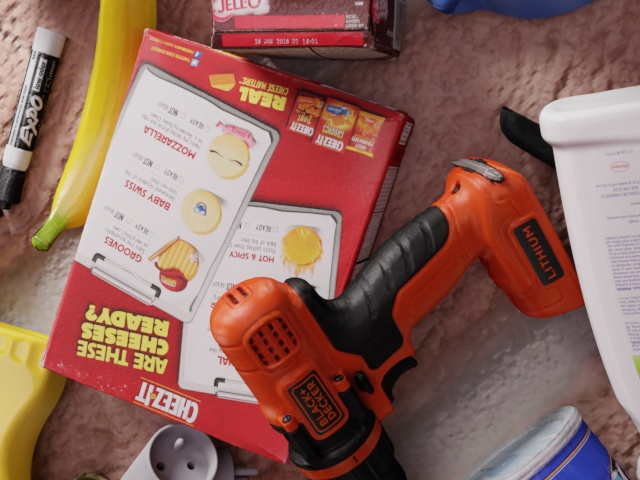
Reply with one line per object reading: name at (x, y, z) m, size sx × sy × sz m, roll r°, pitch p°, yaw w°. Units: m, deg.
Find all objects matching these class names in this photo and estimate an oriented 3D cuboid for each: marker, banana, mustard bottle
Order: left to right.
mustard bottle at (-0.229, 0.146, 0.677) m, size 0.096 × 0.058 × 0.191 m, roll 14°, pitch 85°, yaw 12°
marker at (-0.191, -0.078, 0.696) m, size 0.020 × 0.020 × 0.121 m, roll 18°, pitch 96°, yaw 11°
banana at (-0.128, -0.088, 0.651) m, size 0.037 × 0.069 × 0.198 m, roll 18°, pitch 107°, yaw -1°

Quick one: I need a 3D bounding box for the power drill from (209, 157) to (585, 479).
power drill at (0.055, 0.058, 0.588) m, size 0.187 × 0.057 × 0.184 m, roll -38°, pitch 116°, yaw -11°

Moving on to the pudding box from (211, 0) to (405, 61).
pudding box at (-0.004, -0.123, 0.604) m, size 0.090 × 0.113 × 0.039 m, roll 3°, pitch 96°, yaw 12°

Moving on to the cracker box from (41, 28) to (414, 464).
cracker box at (-0.054, 0.001, 0.643) m, size 0.164 × 0.072 × 0.214 m, roll 20°, pitch 97°, yaw 11°
